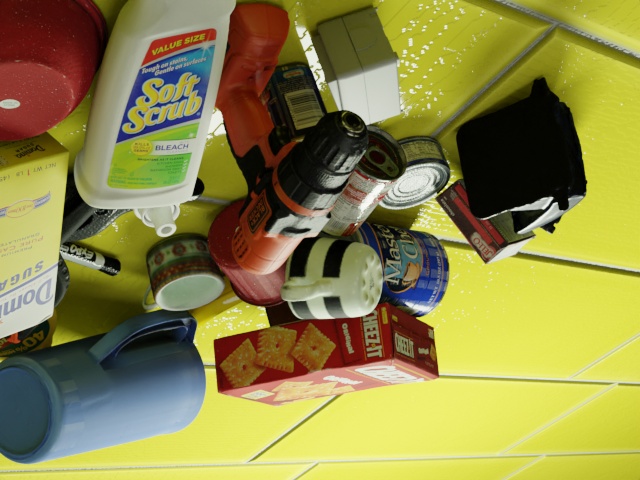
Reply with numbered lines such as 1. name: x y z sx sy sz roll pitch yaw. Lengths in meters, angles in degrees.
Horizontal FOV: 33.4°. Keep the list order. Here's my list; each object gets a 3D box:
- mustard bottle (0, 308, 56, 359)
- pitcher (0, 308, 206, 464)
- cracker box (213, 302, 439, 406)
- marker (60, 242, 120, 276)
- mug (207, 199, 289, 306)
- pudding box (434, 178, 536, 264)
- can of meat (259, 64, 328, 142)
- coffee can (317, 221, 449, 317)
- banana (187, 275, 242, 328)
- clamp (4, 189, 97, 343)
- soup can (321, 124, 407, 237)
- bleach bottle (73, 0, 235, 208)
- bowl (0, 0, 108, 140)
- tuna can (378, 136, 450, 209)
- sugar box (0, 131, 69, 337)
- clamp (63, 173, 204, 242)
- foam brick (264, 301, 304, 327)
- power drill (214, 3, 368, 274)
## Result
1. mustard bottle: -0.326 0.078 1.092 0.096 0.058 0.191 -25 152 2
2. pitcher: -0.236 0.154 1.143 0.145 0.149 0.242 -6 179 28
3. cracker box: 0.010 0.136 1.219 0.214 0.072 0.164 -13 162 21
4. marker: -0.244 0.014 1.068 0.020 0.020 0.121 -31 150 21
5. mug: -0.057 0.001 1.099 0.117 0.093 0.081 -46 147 -8
6. pudding box: 0.180 -0.024 1.152 0.039 0.090 0.113 -42 166 26
7. can of meat: -0.020 -0.094 0.945 0.057 0.084 0.102 -14 152 -8
8. coffee can: 0.061 0.031 1.195 0.140 0.103 0.103 9 141 -41
9. banana: -0.099 0.059 1.223 0.198 0.037 0.069 -29 169 21
10. clamp: -0.280 0.007 0.950 0.164 0.036 0.210 9 128 -18
11. soup can: 0.032 -0.057 1.059 0.068 0.068 0.102 0 147 -31
12. bleach bottle: -0.126 -0.134 0.814 0.102 0.068 0.251 -3 138 -22
13. bowl: -0.234 -0.123 0.795 0.162 0.055 0.162 -14 152 -8
14. tuna can: 0.091 -0.069 1.109 0.086 0.034 0.086 -15 152 -8
15. sugar box: -0.261 0.002 0.873 0.093 0.048 0.176 -22 136 -41
16. clamp: -0.201 -0.048 0.968 0.171 0.039 0.120 -23 140 2
17. foam brick: -0.026 0.101 1.319 0.053 0.051 0.078 -27 151 15
18. power drill: -0.036 -0.091 0.832 0.057 0.188 0.185 2 147 -31
